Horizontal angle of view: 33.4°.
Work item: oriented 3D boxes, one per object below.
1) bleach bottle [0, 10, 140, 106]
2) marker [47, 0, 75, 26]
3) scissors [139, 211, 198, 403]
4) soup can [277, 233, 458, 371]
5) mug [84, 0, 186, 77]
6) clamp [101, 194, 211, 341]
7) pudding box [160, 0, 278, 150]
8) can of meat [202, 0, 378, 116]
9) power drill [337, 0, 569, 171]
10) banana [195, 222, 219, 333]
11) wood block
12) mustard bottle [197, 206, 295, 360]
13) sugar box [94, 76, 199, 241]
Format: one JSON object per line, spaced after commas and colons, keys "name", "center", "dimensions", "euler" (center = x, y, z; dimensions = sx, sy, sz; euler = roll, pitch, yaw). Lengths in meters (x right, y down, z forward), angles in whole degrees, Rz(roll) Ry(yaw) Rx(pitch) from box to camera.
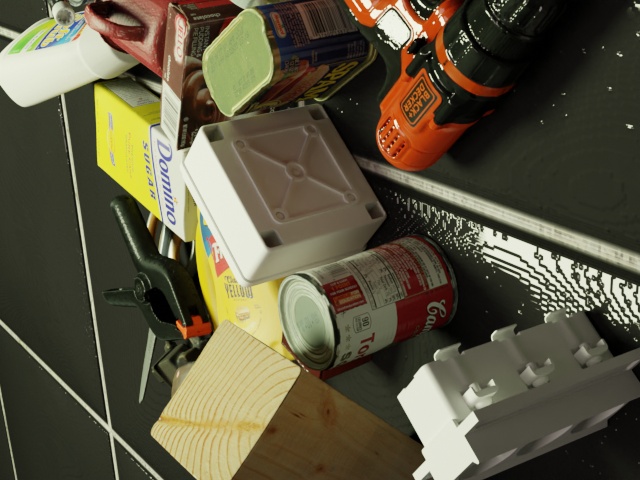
{"name": "bleach bottle", "center": [-0.219, -0.187, 1.021], "dimensions": [0.251, 0.102, 0.068], "euler": [-2, 130, 51]}
{"name": "marker", "center": [-0.255, -0.237, 1.018], "dimensions": [0.121, 0.020, 0.020], "euler": [-124, 33, -48]}
{"name": "scissors", "center": [-0.148, 0.063, 1.040], "dimensions": [0.096, 0.016, 0.202], "euler": [1, 89, 48]}
{"name": "soup can", "center": [0.031, 0.040, 0.711], "dimensions": [0.069, 0.102, 0.068], "euler": [32, 130, 47]}
{"name": "mug", "center": [-0.131, -0.177, 0.855], "dimensions": [0.082, 0.117, 0.093], "euler": [39, 123, 36]}
{"name": "clamp", "center": [-0.158, 0.032, 1.004], "dimensions": [0.172, 0.039, 0.120], "euler": [27, 126, 44]}
{"name": "pudding box", "center": [-0.072, -0.129, 0.804], "dimensions": [0.039, 0.089, 0.114], "euler": [51, 144, 34]}
{"name": "can of meat", "center": [-0.023, -0.128, 0.732], "dimensions": [0.102, 0.083, 0.057], "euler": [-29, 80, 58]}
{"name": "power drill", "center": [0.053, -0.155, 0.624], "dimensions": [0.188, 0.057, 0.185], "euler": [63, 148, 16]}
{"name": "banana", "center": [-0.080, 0.045, 0.953], "dimensions": [0.070, 0.037, 0.198], "euler": [19, 121, 54]}
{"name": "wood block", "center": [0.004, 0.147, 0.706], "dimensions": [0.091, 0.205, 0.090], "euler": [27, 82, 50]}
{"name": "mustard bottle", "center": [-0.056, 0.001, 0.871], "dimensions": [0.096, 0.058, 0.191], "euler": [-3, 101, 46]}
{"name": "sugar box", "center": [-0.155, -0.079, 1.002], "dimensions": [0.176, 0.048, 0.093], "euler": [39, 135, 45]}
